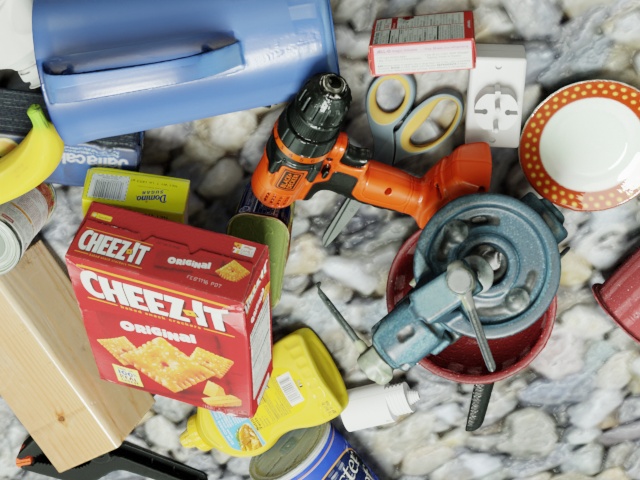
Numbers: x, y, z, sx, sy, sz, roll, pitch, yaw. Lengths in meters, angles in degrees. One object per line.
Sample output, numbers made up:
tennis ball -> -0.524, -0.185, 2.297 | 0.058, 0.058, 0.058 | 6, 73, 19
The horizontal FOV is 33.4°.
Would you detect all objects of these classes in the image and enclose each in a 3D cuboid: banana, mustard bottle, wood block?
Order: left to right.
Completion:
banana -> -0.286, -0.061, 0.932 | 0.198, 0.037, 0.069 | -27, 130, 28
wood block -> -0.273, 0.117, 1.076 | 0.091, 0.090, 0.206 | -27, 103, 27
mustard bottle -> -0.071, 0.174, 1.121 | 0.192, 0.058, 0.096 | -30, 89, 22

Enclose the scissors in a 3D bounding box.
scissors -> 0.043, -0.082, 0.991 | 0.202, 0.016, 0.096 | -38, 106, 25

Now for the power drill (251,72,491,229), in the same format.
power drill -> 0.047, -0.070, 0.912 | 0.187, 0.057, 0.185 | 14, 154, -13

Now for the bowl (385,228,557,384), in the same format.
bowl -> 0.146, 0.051, 1.012 | 0.162, 0.055, 0.162 | 3, 99, 20

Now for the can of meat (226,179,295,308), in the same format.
can of meat -> -0.057, 0.001, 1.011 | 0.057, 0.084, 0.102 | 9, 120, 1

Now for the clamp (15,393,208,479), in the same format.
clamp -> -0.235, 0.234, 1.193 | 0.210, 0.036, 0.164 | -16, 116, 11

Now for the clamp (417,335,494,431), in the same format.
clamp -> 0.166, 0.116, 1.074 | 0.172, 0.039, 0.120 | -37, 107, 24

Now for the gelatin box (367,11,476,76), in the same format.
gelatin box -> 0.086, -0.166, 0.904 | 0.089, 0.073, 0.030 | -4, 119, 9

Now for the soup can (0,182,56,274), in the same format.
soup can -> -0.301, -0.020, 1.019 | 0.068, 0.102, 0.068 | 3, 120, 5

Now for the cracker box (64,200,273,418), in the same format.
cracker box -> -0.131, 0.071, 0.974 | 0.164, 0.072, 0.214 | 14, 145, 9

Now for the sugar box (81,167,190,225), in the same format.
sugar box -> -0.174, 0.005, 1.011 | 0.093, 0.048, 0.176 | 8, 142, -2

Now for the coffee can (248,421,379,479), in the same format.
coffee can -> 0.005, 0.265, 1.143 | 0.103, 0.102, 0.140 | -30, 112, 21

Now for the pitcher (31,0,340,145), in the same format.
pitcher -> -0.109, -0.157, 0.884 | 0.243, 0.149, 0.145 | -8, 154, 2
